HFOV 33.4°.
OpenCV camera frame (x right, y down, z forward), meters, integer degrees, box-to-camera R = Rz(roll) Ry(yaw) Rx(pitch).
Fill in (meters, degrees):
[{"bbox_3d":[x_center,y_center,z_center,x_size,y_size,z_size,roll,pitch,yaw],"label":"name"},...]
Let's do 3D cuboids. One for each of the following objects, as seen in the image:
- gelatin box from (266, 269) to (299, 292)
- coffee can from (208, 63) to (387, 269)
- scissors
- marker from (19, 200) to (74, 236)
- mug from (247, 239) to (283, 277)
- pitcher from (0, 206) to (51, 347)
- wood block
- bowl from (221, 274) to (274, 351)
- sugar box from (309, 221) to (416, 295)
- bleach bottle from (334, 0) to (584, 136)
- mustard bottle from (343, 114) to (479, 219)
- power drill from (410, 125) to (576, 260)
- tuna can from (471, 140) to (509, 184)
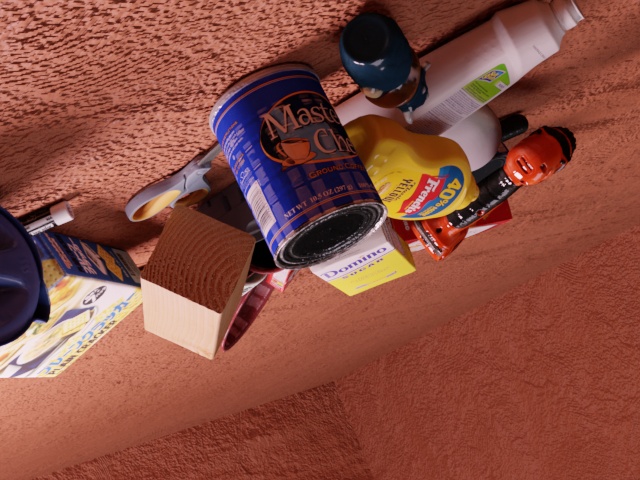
[{"bbox_3d":[-0.030,0.014,1.386,0.089,0.030,0.073,-52,172,-31],"label":"gelatin box"},{"bbox_3d":[-0.020,-0.061,0.891,0.102,0.140,0.103,-23,160,-9],"label":"coffee can"},{"bbox_3d":[-0.108,-0.069,1.031,0.202,0.016,0.096,-30,168,32],"label":"scissors"},{"bbox_3d":[-0.285,-0.004,0.979,0.121,0.020,0.020,-24,168,3],"label":"marker"},{"bbox_3d":[-0.058,0.002,1.235,0.117,0.093,0.081,-51,167,9],"label":"mug"},{"bbox_3d":[-0.359,0.059,0.902,0.243,0.149,0.144,-28,-178,39],"label":"pitcher"},{"bbox_3d":[-0.133,0.049,1.147,0.206,0.091,0.090,112,2,-70],"label":"wood block"},{"bbox_3d":[-0.108,0.068,1.436,0.162,0.055,0.162,-56,172,-13],"label":"bowl"},{"bbox_3d":[0.048,0.019,1.231,0.093,0.048,0.176,-23,166,11],"label":"sugar box"},{"bbox_3d":[0.131,-0.150,1.002,0.251,0.068,0.102,-30,163,22],"label":"bleach bottle"},{"bbox_3d":[0.085,-0.060,0.999,0.191,0.058,0.096,10,136,-44],"label":"mustard bottle"},{"bbox_3d":[0.200,-0.061,1.208,0.188,0.057,0.184,-40,172,27],"label":"power drill"},{"bbox_3d":[0.187,-0.089,1.282,0.086,0.034,0.086,-27,161,-10],"label":"tuna can"}]
